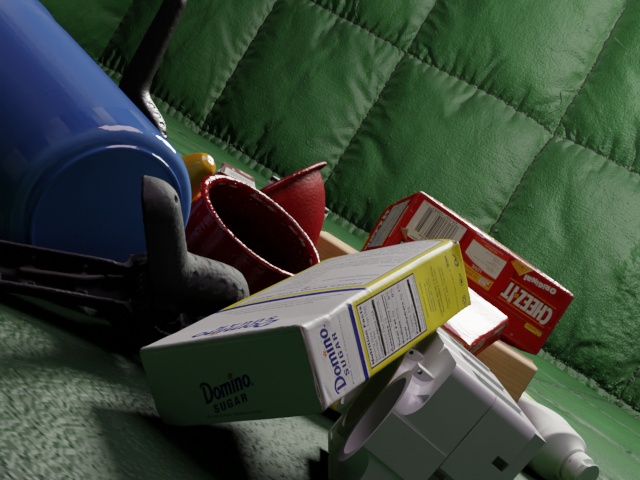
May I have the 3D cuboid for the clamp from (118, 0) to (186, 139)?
[{"bbox_3d":[-0.201,-0.125,0.969,0.164,0.210,0.036,-1,4,4],"label":"clamp"}]

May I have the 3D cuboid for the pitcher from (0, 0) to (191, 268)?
[{"bbox_3d":[-0.175,-0.057,0.664,0.149,0.145,0.243,12,20,-41],"label":"pitcher"}]

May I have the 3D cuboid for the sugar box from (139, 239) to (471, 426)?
[{"bbox_3d":[0.001,0.043,0.538,0.093,0.048,0.175,-11,9,32],"label":"sugar box"}]

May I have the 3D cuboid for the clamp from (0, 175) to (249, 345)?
[{"bbox_3d":[-0.100,0.025,0.559,0.120,0.039,0.171,-7,-30,17],"label":"clamp"}]

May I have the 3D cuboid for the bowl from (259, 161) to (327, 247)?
[{"bbox_3d":[-0.055,0.001,0.808,0.055,0.162,0.162,62,4,-1],"label":"bowl"}]

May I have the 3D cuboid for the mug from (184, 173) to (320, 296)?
[{"bbox_3d":[-0.056,0.017,0.680,0.093,0.082,0.117,44,20,6],"label":"mug"}]

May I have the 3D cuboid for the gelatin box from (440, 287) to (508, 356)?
[{"bbox_3d":[0.086,0.052,0.792,0.089,0.030,0.073,38,29,20],"label":"gelatin box"}]

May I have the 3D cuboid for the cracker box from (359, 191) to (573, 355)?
[{"bbox_3d":[0.127,0.032,1.009,0.164,0.072,0.214,34,-3,-2],"label":"cracker box"}]
